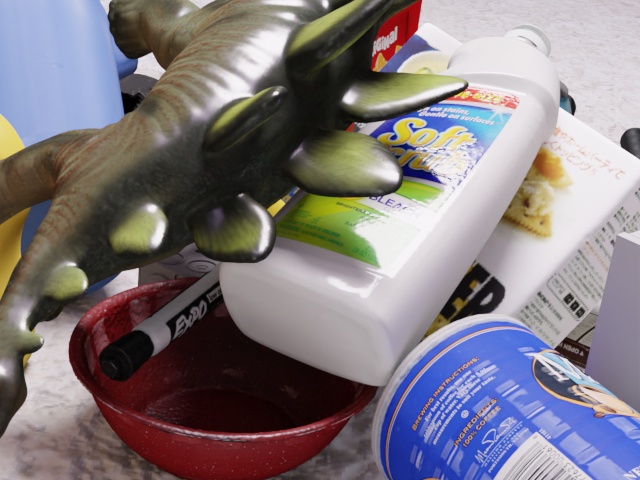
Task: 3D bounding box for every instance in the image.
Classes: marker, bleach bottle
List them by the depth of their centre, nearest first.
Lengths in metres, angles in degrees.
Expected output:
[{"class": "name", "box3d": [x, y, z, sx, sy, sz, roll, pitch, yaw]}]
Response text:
[{"class": "marker", "box3d": [-0.074, 0.039, 0.545, 0.020, 0.020, 0.121, 16, 25, 19]}, {"class": "bleach bottle", "box3d": [0.056, -0.040, 0.580, 0.103, 0.068, 0.250, 19, 52, 25]}]

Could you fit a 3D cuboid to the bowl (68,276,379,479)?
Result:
[{"class": "bowl", "box3d": [-0.050, 0.078, 0.559, 0.162, 0.055, 0.162, 6, 23, -3]}]

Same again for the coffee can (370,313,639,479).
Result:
[{"class": "coffee can", "box3d": [0.101, 0.109, 0.473, 0.102, 0.103, 0.140, -7, 27, -29]}]

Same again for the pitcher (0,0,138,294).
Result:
[{"class": "pitcher", "box3d": [-0.204, -0.075, 0.728, 0.149, 0.145, 0.243, -31, 44, 9]}]
